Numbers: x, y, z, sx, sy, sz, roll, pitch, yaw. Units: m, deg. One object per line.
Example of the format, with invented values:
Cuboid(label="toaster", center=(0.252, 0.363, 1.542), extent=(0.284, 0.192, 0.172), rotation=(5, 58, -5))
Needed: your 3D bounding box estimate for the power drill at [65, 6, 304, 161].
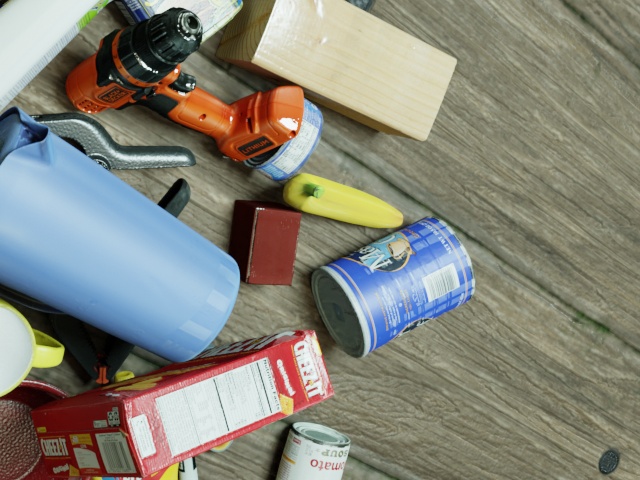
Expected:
Cuboid(label="power drill", center=(-0.108, -0.136, 0.946), extent=(0.187, 0.185, 0.057), rotation=(20, 68, -36))

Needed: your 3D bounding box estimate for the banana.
Cuboid(label="banana", center=(0.015, -0.038, 1.076), extent=(0.197, 0.070, 0.037), rotation=(11, 106, -61))

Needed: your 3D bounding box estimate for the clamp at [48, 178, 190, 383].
Cuboid(label="clamp", center=(-0.214, 0.035, 0.986), extent=(0.164, 0.036, 0.210), rotation=(5, 112, -17))

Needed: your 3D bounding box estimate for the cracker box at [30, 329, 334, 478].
Cuboid(label="cracker box", center=(-0.122, 0.144, 0.951), extent=(0.213, 0.164, 0.072), rotation=(-17, 91, -42))

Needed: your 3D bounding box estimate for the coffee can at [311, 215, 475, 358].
Cuboid(label="coffee can", center=(0.076, 0.048, 1.119), extent=(0.140, 0.103, 0.103), rotation=(-25, 112, -21))

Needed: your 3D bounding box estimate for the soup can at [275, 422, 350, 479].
Cuboid(label="soup can", center=(-0.012, 0.254, 1.143), extent=(0.068, 0.069, 0.102), rotation=(13, 95, -30))

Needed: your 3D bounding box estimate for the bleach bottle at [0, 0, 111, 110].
Cuboid(label="bleach bottle", center=(-0.225, -0.191, 0.891), extent=(0.250, 0.103, 0.068), rotation=(-44, 104, -6))

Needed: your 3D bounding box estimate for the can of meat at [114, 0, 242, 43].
Cuboid(label="can of meat", center=(-0.132, -0.223, 0.973), extent=(0.102, 0.058, 0.084), rotation=(-41, 120, -13))

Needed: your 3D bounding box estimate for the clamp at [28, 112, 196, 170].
Cuboid(label="clamp", center=(-0.200, -0.072, 0.982), extent=(0.171, 0.039, 0.120), rotation=(41, 83, -32))

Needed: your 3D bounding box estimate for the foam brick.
Cuboid(label="foam brick", center=(-0.057, 0.001, 1.068), extent=(0.051, 0.053, 0.078), rotation=(3, 102, -28))

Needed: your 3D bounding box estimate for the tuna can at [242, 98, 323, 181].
Cuboid(label="tuna can", center=(-0.037, -0.101, 1.034), extent=(0.033, 0.086, 0.086), rotation=(31, 87, -33))

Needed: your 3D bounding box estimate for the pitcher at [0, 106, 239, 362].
Cuboid(label="pitcher", center=(-0.198, 0.010, 0.900), extent=(0.242, 0.149, 0.145), rotation=(34, 83, -27))

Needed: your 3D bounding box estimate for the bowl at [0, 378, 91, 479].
Cuboid(label="bowl", center=(-0.293, 0.198, 0.988), extent=(0.161, 0.055, 0.162), rotation=(-7, 105, -26))

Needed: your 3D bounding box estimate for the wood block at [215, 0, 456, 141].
Cuboid(label="wood block", center=(0.017, -0.178, 1.042), extent=(0.205, 0.091, 0.090), rotation=(20, 92, -30))

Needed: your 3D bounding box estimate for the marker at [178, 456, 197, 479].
Cuboid(label="marker", center=(-0.140, 0.191, 1.088), extent=(0.020, 0.020, 0.121), rotation=(-11, 107, -25))
